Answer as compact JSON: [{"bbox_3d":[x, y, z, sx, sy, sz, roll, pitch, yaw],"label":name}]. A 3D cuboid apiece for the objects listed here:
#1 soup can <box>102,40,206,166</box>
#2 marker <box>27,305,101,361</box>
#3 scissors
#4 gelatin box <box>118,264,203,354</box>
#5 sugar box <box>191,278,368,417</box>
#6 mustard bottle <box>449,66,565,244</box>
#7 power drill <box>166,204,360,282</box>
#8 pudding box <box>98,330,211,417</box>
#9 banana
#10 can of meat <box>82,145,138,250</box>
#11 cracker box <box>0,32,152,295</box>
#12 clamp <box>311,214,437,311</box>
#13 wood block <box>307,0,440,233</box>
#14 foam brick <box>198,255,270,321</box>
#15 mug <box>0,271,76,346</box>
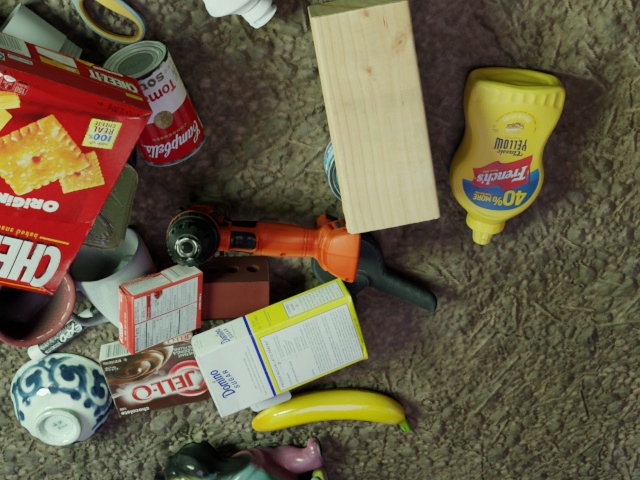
[{"bbox_3d":[-0.158,-0.131,1.019,0.068,0.068,0.102,-17,131,6],"label":"soup can"},{"bbox_3d":[-0.277,0.098,1.194,0.121,0.020,0.020,-33,120,16],"label":"marker"},{"bbox_3d":[-0.231,-0.257,0.968,0.201,0.016,0.096,37,114,-27],"label":"scissors"},{"bbox_3d":[-0.166,0.069,1.106,0.089,0.030,0.073,-20,131,-35],"label":"gelatin box"},{"bbox_3d":[-0.043,0.115,1.152,0.176,0.048,0.093,-20,123,-3],"label":"sugar box"},{"bbox_3d":[0.183,-0.080,1.098,0.096,0.058,0.192,3,123,-7],"label":"mustard bottle"},{"bbox_3d":[-0.057,0.001,1.052,0.187,0.184,0.057,8,99,-4],"label":"power drill"},{"bbox_3d":[-0.188,0.150,1.224,0.113,0.039,0.090,-10,124,2],"label":"pudding box"},{"bbox_3d":[0.018,0.207,1.282,0.197,0.037,0.070,3,122,-8],"label":"banana"},{"bbox_3d":[-0.214,-0.056,1.061,0.057,0.084,0.102,11,121,-13],"label":"can of meat"},{"bbox_3d":[-0.269,-0.063,0.932,0.163,0.072,0.214,16,118,-36],"label":"cracker box"},{"bbox_3d":[0.036,0.048,1.180,0.120,0.039,0.171,-38,112,13],"label":"clamp"},{"bbox_3d":[0.050,-0.122,1.010,0.090,0.091,0.206,-10,109,1],"label":"wood block"},{"bbox_3d":[-0.095,0.051,1.161,0.078,0.053,0.051,-2,123,-5],"label":"foam brick"},{"bbox_3d":[-0.300,0.040,1.084,0.117,0.082,0.093,-50,134,-10],"label":"mug"}]
